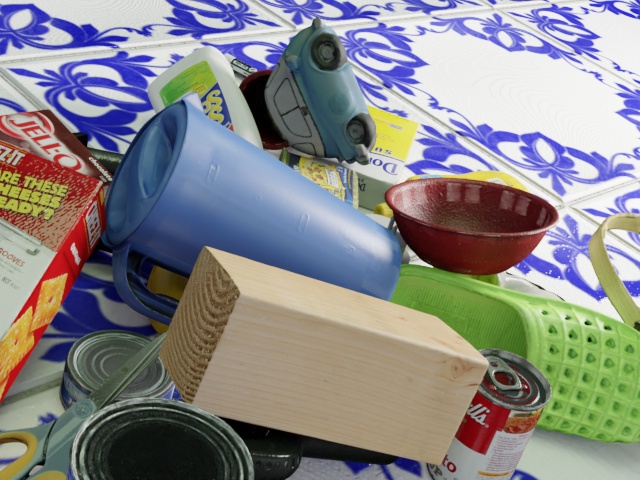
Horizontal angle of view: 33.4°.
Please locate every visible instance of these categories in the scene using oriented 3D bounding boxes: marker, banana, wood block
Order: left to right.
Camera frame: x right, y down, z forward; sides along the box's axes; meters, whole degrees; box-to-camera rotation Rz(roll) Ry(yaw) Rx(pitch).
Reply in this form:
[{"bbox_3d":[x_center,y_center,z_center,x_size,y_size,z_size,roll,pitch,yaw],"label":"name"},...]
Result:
[{"bbox_3d":[-0.116,0.035,0.950,0.069,0.037,0.197,31,30,-14],"label":"banana"},{"bbox_3d":[-0.076,-0.207,1.367,0.121,0.020,0.020,30,33,20],"label":"marker"},{"bbox_3d":[0.002,0.084,0.768,0.205,0.091,0.090,18,12,-27],"label":"wood block"}]

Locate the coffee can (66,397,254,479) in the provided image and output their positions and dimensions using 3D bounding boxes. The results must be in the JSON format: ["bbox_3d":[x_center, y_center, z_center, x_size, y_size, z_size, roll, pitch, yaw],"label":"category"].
[{"bbox_3d":[-0.103,0.178,0.620,0.102,0.140,0.103,13,31,-8],"label":"coffee can"}]

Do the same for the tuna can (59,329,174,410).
[{"bbox_3d":[-0.153,0.106,0.813,0.086,0.034,0.086,12,31,-8],"label":"tuna can"}]

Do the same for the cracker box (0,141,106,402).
[{"bbox_3d":[-0.275,0.026,0.768,0.164,0.072,0.213,21,58,7],"label":"cracker box"}]

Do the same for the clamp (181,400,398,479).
[{"bbox_3d":[-0.051,0.130,0.782,0.165,0.036,0.209,30,16,28],"label":"clamp"}]

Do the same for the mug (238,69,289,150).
[{"bbox_3d":[-0.034,-0.150,1.243,0.117,0.093,0.081,50,31,2],"label":"mug"}]

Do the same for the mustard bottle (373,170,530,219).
[{"bbox_3d":[0.141,-0.035,1.162,0.191,0.058,0.096,-4,41,-32],"label":"mustard bottle"}]

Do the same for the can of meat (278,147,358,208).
[{"bbox_3d":[-0.008,-0.045,1.106,0.084,0.057,0.102,15,31,-7],"label":"can of meat"}]

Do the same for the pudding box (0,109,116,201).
[{"bbox_3d":[-0.243,-0.064,0.914,0.089,0.039,0.114,-18,56,-47],"label":"pudding box"}]

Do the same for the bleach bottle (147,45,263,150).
[{"bbox_3d":[-0.103,-0.106,1.124,0.102,0.068,0.251,-33,45,0],"label":"bleach bottle"}]

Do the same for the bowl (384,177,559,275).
[{"bbox_3d":[0.137,-0.009,0.994,0.162,0.055,0.162,4,20,-2],"label":"bowl"}]

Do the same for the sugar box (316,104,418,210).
[{"bbox_3d":[0.054,-0.101,1.237,0.093,0.048,0.176,19,30,3],"label":"sugar box"}]

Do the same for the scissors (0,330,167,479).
[{"bbox_3d":[-0.159,0.138,0.736,0.201,0.016,0.096,-27,60,-31],"label":"scissors"}]

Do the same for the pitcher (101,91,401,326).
[{"bbox_3d":[-0.056,0.001,0.899,0.242,0.149,0.145,28,21,-27],"label":"pitcher"}]

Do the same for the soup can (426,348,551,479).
[{"bbox_3d":[0.128,0.144,0.826,0.068,0.102,0.068,13,31,-8],"label":"soup can"}]
